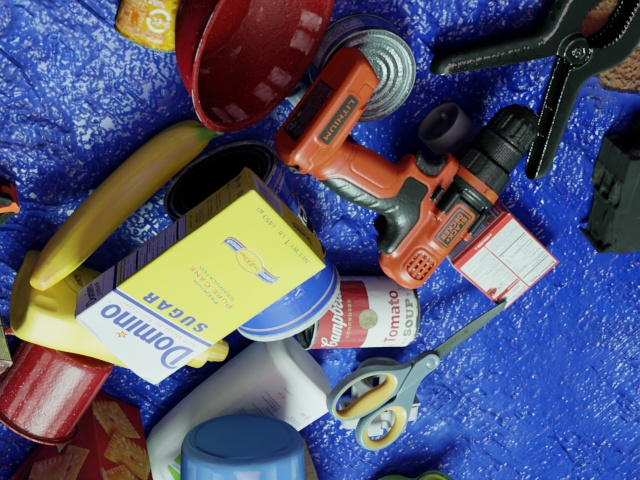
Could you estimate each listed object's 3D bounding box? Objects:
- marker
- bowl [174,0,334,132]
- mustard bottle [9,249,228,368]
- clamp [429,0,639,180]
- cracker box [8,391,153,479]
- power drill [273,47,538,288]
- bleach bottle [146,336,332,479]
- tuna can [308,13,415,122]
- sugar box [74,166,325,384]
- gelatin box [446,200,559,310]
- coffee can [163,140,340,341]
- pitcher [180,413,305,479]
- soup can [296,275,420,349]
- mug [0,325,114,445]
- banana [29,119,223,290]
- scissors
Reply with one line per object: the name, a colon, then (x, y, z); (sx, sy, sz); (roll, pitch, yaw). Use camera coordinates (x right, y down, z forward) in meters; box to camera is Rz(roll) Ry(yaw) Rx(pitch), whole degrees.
marker: (0.011, -0.088, 0.920); (0.020, 0.020, 0.121); (-37, 124, 8)
bowl: (-0.058, -0.164, 0.803); (0.162, 0.055, 0.162); (-45, 156, -26)
mustard bottle: (-0.167, 0.071, 0.919); (0.191, 0.096, 0.058); (21, 111, -26)
clamp: (0.204, -0.169, 0.916); (0.164, 0.036, 0.210); (33, 106, -31)
cracker box: (-0.220, 0.261, 0.950); (0.072, 0.214, 0.164); (32, 107, -30)
power drill: (0.071, -0.073, 0.868); (0.187, 0.057, 0.184); (35, 94, -27)
bleach bottle: (-0.113, 0.187, 1.030); (0.251, 0.068, 0.102); (-35, 125, 9)
tuna can: (0.035, -0.142, 0.884); (0.086, 0.034, 0.086); (-8, 123, -12)
sugar box: (-0.094, 0.031, 0.825); (0.176, 0.048, 0.093); (-37, 119, 12)
gelatin box: (0.174, 0.016, 1.027); (0.073, 0.030, 0.089); (-44, 123, 11)
coffee can: (-0.056, 0.001, 0.905); (0.103, 0.103, 0.140); (-27, 124, 1)
pitcher: (-0.080, 0.285, 0.964); (0.148, 0.145, 0.243); (-12, 110, -39)
soup can: (0.033, 0.067, 0.994); (0.102, 0.068, 0.068); (0, 121, -17)
mug: (-0.244, 0.112, 0.930); (0.117, 0.093, 0.081); (30, 104, -20)
banana: (-0.161, -0.037, 0.865); (0.198, 0.070, 0.037); (-43, 100, -1)
scissors: (0.101, 0.135, 1.026); (0.201, 0.016, 0.096); (-21, 116, -15)
